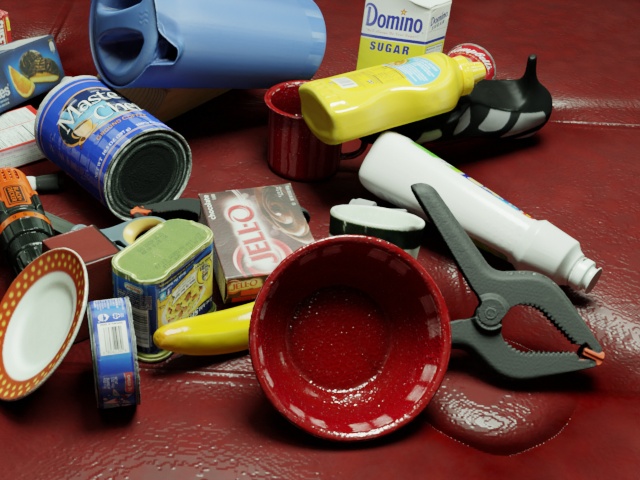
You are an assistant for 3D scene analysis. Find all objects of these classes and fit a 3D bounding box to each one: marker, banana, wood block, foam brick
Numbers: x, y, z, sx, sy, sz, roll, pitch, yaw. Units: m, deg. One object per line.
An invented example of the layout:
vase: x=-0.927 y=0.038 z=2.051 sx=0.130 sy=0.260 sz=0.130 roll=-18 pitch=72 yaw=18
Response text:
marker: x=-0.324 y=-0.055 z=1.091 sx=0.121 sy=0.020 sz=0.020 roll=-5 pitch=35 yaw=-14
banana: x=-0.046 y=0.060 z=0.908 sx=0.197 sy=0.069 sz=0.037 roll=-21 pitch=55 yaw=-12
wood block: x=-0.152 y=-0.221 z=1.270 sx=0.091 sy=0.090 sz=0.205 roll=48 pitch=45 yaw=7
foam brick: x=-0.203 y=0.036 z=0.917 sx=0.052 sy=0.078 sz=0.051 roll=-20 pitch=41 yaw=-36

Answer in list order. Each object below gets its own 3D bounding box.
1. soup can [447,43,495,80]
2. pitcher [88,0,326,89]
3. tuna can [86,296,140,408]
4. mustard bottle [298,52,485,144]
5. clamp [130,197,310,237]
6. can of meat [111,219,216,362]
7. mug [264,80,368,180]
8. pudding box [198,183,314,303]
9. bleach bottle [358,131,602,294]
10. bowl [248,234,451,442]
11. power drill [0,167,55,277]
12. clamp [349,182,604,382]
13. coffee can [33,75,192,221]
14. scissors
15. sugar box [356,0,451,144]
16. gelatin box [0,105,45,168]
soup can: x=0.168 y=-0.192 z=1.309 sx=0.069 sy=0.068 sz=0.102 roll=17 pitch=37 yaw=18
pitcher: x=-0.121 y=-0.229 z=1.152 sx=0.242 sy=0.149 sz=0.145 roll=-3 pitch=-14 yaw=-41
tuna can: x=-0.163 y=0.088 z=0.836 sx=0.033 sy=0.086 sz=0.086 roll=-6 pitch=35 yaw=-13
mustard bottle: x=0.081 y=-0.151 z=1.085 sx=0.191 sy=0.058 sz=0.096 roll=-17 pitch=28 yaw=-17
clamp: x=-0.095 y=-0.010 z=1.031 sx=0.171 sy=0.039 sz=0.120 roll=19 pitch=38 yaw=15
can of meat: x=-0.134 y=0.040 z=0.913 sx=0.057 sy=0.084 sz=0.101 roll=20 pitch=37 yaw=22
mug: x=-0.004 y=-0.117 z=1.164 sx=0.117 sy=0.081 sz=0.093 roll=5 pitch=34 yaw=1
pudding box: x=-0.056 y=0.001 z=0.966 sx=0.090 sy=0.039 sz=0.113 roll=-7 pitch=45 yaw=-17
bleach bottle: x=0.161 y=-0.021 z=1.047 sx=0.251 sy=0.068 sz=0.102 roll=32 pitch=4 yaw=26
bowl: x=0.020 y=0.078 z=0.853 sx=0.162 sy=0.162 sz=0.055 roll=-2 pitch=-5 yaw=-10
power drill: x=-0.339 y=0.002 z=0.973 sx=0.187 sy=0.057 sz=0.185 roll=-9 pitch=34 yaw=-23
clamp: x=0.133 y=0.069 z=0.901 sx=0.210 sy=0.164 sz=0.036 roll=29 pitch=0 yaw=3
coffee can: x=-0.213 y=-0.095 z=1.088 sx=0.102 sy=0.103 sz=0.140 roll=-23 pitch=43 yaw=-35
scissors: x=-0.209 y=-0.013 z=1.020 sx=0.096 sy=0.016 sz=0.202 roll=-38 pitch=47 yaw=-12
sugar box: x=0.088 y=-0.200 z=1.213 sx=0.093 sy=0.176 sz=0.048 roll=30 pitch=41 yaw=32
gelatin box: x=-0.336 y=-0.109 z=1.159 sx=0.089 sy=0.030 sz=0.073 roll=-25 pitch=44 yaw=-32
